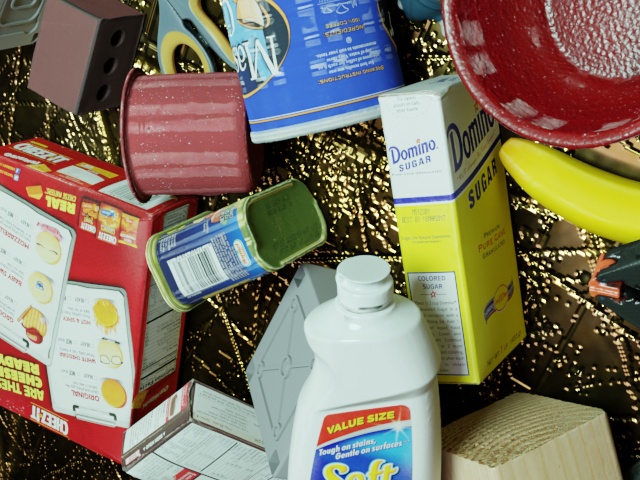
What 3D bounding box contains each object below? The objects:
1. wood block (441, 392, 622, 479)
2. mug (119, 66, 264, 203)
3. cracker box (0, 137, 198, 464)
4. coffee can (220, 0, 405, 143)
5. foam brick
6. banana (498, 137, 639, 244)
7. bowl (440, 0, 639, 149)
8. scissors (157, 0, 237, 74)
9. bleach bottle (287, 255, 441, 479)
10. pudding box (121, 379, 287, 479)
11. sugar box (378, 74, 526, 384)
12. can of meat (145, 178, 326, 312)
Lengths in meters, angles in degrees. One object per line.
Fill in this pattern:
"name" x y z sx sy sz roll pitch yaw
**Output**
"wood block" 0.143 0.212 0.672 0.091 0.090 0.206 0 108 64
"mug" -0.083 -0.066 0.735 0.081 0.093 0.117 -1 147 6
"cracker box" -0.187 0.045 0.838 0.164 0.072 0.214 20 114 24
"coffee can" -0.009 -0.140 0.661 0.103 0.102 0.140 -8 101 31
"foam brick" -0.173 -0.139 0.785 0.051 0.052 0.078 30 118 19
"banana" 0.200 -0.027 0.618 0.198 0.037 0.069 2 97 29
"bowl" 0.144 -0.128 0.546 0.162 0.055 0.162 4 97 39
"scissors" -0.120 -0.178 0.765 0.202 0.016 0.096 42 121 13
"bleach bottle" 0.021 0.122 0.638 0.102 0.068 0.251 3 121 11
"pudding box" -0.077 0.156 0.794 0.113 0.039 0.090 29 128 -32
"sugar box" 0.084 -0.010 0.654 0.048 0.093 0.176 0 105 29
"can of meat" -0.055 0.001 0.732 0.084 0.101 0.057 -22 94 30
